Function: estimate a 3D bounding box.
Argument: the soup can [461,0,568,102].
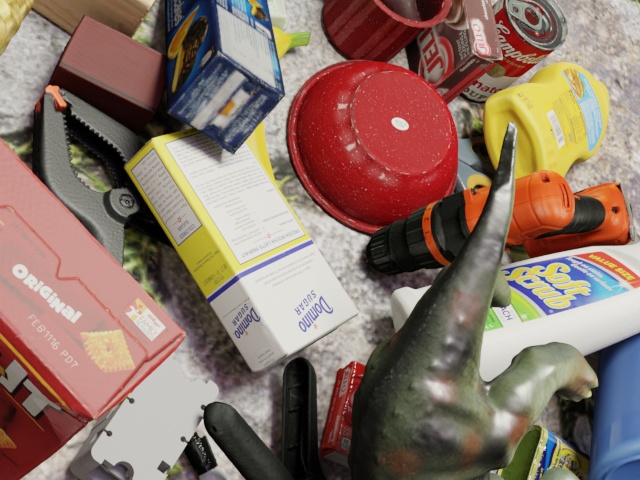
[{"bbox_3d":[0.167,-0.179,0.978,0.068,0.102,0.068,12,63,-25],"label":"soup can"}]

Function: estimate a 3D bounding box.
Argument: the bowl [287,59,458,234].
[{"bbox_3d":[0.056,-0.088,0.890,0.162,0.055,0.162,7,70,-20],"label":"bowl"}]

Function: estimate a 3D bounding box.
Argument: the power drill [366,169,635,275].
[{"bbox_3d":[0.154,-0.008,0.868,0.187,0.185,0.057,-2,79,-48],"label":"power drill"}]

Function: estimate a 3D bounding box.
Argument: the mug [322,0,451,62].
[{"bbox_3d":[0.045,-0.214,0.936,0.117,0.082,0.093,36,55,-11],"label":"mug"}]

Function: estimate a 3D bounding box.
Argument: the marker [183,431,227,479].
[{"bbox_3d":[-0.062,0.187,0.730,0.020,0.020,0.121,-23,81,-35],"label":"marker"}]

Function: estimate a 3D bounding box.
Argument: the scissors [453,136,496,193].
[{"bbox_3d":[0.102,-0.072,0.945,0.201,0.016,0.096,15,62,-24],"label":"scissors"}]

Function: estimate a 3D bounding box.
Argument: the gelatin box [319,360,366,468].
[{"bbox_3d":[0.049,0.142,0.807,0.089,0.030,0.073,27,57,-18],"label":"gelatin box"}]

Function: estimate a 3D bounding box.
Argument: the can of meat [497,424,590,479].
[{"bbox_3d":[0.183,0.208,0.839,0.084,0.058,0.102,34,56,-11],"label":"can of meat"}]

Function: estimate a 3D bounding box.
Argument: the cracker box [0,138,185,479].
[{"bbox_3d":[-0.185,0.043,0.559,0.164,0.214,0.072,47,54,-4],"label":"cracker box"}]

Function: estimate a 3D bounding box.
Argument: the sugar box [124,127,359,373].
[{"bbox_3d":[-0.055,0.001,0.764,0.093,0.048,0.176,-24,82,-51],"label":"sugar box"}]

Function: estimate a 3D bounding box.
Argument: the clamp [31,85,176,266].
[{"bbox_3d":[-0.148,-0.013,0.759,0.210,0.036,0.164,52,49,-2],"label":"clamp"}]

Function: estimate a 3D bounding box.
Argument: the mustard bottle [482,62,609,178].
[{"bbox_3d":[0.222,-0.114,0.995,0.191,0.058,0.096,-32,102,-47],"label":"mustard bottle"}]

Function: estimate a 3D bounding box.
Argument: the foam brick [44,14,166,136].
[{"bbox_3d":[-0.158,-0.119,0.794,0.078,0.053,0.051,26,58,-19],"label":"foam brick"}]

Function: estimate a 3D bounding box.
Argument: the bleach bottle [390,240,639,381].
[{"bbox_3d":[0.189,0.046,0.832,0.250,0.068,0.103,-18,37,-9],"label":"bleach bottle"}]

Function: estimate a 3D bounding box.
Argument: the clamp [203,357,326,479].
[{"bbox_3d":[-0.026,0.170,0.723,0.120,0.039,0.171,-5,79,-52],"label":"clamp"}]

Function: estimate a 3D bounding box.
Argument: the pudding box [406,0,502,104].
[{"bbox_3d":[0.115,-0.190,0.960,0.039,0.090,0.113,7,64,-29],"label":"pudding box"}]
